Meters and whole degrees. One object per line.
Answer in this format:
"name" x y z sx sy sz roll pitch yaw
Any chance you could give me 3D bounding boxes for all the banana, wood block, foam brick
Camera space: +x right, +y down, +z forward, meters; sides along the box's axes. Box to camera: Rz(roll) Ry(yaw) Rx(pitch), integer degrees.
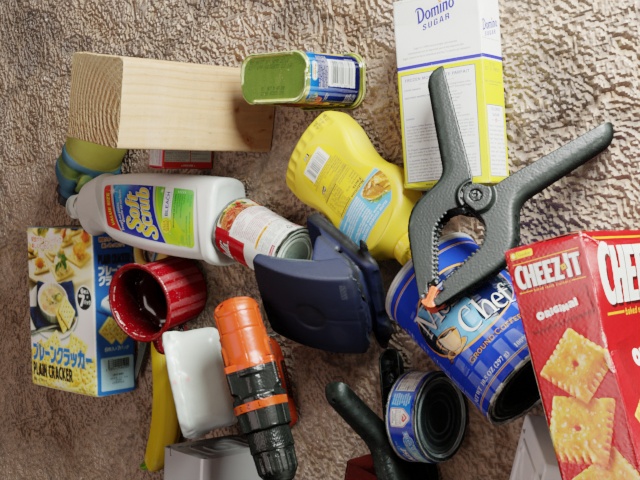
"banana" -0.197 0.206 1.312 0.070 0.037 0.198 20 107 41
"wood block" -0.153 -0.145 1.129 0.091 0.205 0.090 15 103 43
"foam brick" 0.055 0.256 1.058 0.051 0.052 0.078 20 106 42

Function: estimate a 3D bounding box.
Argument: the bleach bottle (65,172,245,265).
"bleach bottle" -0.204 -0.028 1.256 0.251 0.067 0.102 3 92 35

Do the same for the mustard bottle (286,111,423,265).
"mustard bottle" 0.048 -0.037 1.042 0.192 0.058 0.096 47 118 32

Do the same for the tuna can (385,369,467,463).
"tuna can" 0.099 0.162 0.986 0.034 0.085 0.086 -5 89 43

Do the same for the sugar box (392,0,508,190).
"sugar box" 0.119 -0.136 0.973 0.094 0.048 0.176 -3 88 37

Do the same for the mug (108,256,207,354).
"mug" -0.184 0.076 1.253 0.093 0.081 0.117 -12 94 33

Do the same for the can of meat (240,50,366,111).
"can of meat" -0.019 -0.163 1.082 0.102 0.083 0.057 4 95 44

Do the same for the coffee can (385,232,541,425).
"coffee can" 0.139 0.075 0.929 0.140 0.102 0.103 47 123 32

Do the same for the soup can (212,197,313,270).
"soup can" -0.057 0.001 1.142 0.102 0.068 0.068 26 111 40

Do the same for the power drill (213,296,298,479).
"power drill" -0.058 0.157 1.084 0.187 0.057 0.184 91 165 -78

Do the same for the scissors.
"scissors" -0.222 0.070 1.342 0.096 0.016 0.202 44 120 30

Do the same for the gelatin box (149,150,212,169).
"gelatin box" -0.160 -0.127 1.230 0.030 0.073 0.089 8 98 44

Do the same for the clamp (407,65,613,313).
"clamp" 0.142 -0.035 0.891 0.165 0.036 0.210 15 79 19

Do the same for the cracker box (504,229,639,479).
"cracker box" 0.229 0.101 0.799 0.072 0.163 0.214 -18 80 37

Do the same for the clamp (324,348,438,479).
"clamp" 0.074 0.187 1.020 0.039 0.120 0.171 -22 98 41
